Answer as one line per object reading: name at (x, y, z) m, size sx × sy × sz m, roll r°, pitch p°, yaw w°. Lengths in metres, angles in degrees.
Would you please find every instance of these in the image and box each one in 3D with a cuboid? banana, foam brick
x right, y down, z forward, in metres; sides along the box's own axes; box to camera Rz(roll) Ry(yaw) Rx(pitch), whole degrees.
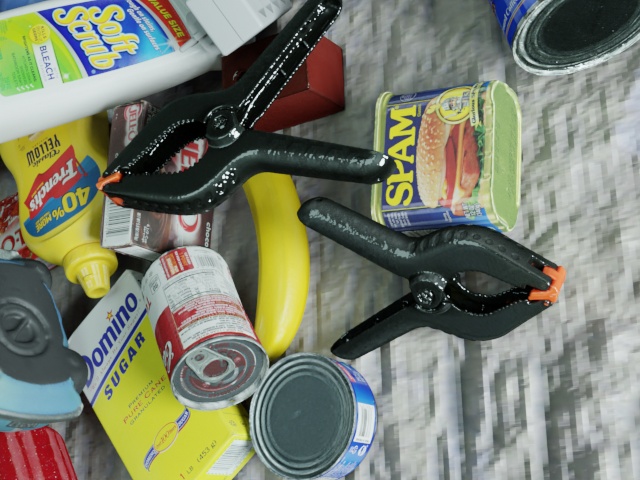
banana at (-0.039, 0.001, 0.781) m, size 0.070 × 0.037 × 0.198 m, roll -13°, pitch 69°, yaw 30°
foam brick at (-0.028, -0.119, 0.799) m, size 0.078 × 0.051 × 0.053 m, roll -14°, pitch 69°, yaw 30°

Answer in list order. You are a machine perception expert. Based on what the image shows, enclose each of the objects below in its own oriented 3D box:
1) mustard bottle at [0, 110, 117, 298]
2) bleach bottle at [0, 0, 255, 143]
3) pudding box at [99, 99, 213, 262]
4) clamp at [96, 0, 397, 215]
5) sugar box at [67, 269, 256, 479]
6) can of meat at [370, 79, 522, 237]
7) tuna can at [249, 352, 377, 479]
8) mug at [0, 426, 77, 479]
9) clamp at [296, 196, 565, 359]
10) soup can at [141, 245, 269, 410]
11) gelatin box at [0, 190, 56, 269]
mustard bottle at (-0.201, -0.037, 0.859) m, size 0.096 × 0.058 × 0.192 m, roll -30°, pitch 60°, yaw 13°
bleach bottle at (-0.155, -0.160, 0.839) m, size 0.251 × 0.068 × 0.102 m, roll -19°, pitch 76°, yaw -2°
pudding box at (-0.121, -0.039, 0.815) m, size 0.039 × 0.089 × 0.113 m, roll -3°, pitch 75°, yaw 35°
clamp at (-0.053, -0.066, 0.723) m, size 0.210 × 0.036 × 0.164 m, roll -29°, pitch 54°, yaw 8°
sugar box at (-0.122, 0.114, 0.799) m, size 0.093 × 0.048 × 0.176 m, roll -49°, pitch 57°, yaw 13°
can of meat at (0.084, -0.051, 0.703) m, size 0.084 × 0.057 × 0.102 m, roll -5°, pitch 74°, yaw 30°
tuna can at (-0.005, 0.121, 0.725) m, size 0.086 × 0.033 × 0.086 m, roll -10°, pitch 71°, yaw 31°
mug at (-0.234, 0.204, 0.825) m, size 0.117 × 0.093 × 0.081 m, roll -50°, pitch 50°, yaw 26°
clamp at (0.068, 0.035, 0.684) m, size 0.172 × 0.120 × 0.039 m, roll 10°, pitch 39°, yaw 23°
soup can at (-0.083, 0.059, 0.747) m, size 0.068 × 0.068 × 0.102 m, roll -44°, pitch 42°, yaw 15°
gelatin box at (-0.250, -0.010, 0.929) m, size 0.089 × 0.030 × 0.073 m, roll -27°, pitch 63°, yaw 25°
